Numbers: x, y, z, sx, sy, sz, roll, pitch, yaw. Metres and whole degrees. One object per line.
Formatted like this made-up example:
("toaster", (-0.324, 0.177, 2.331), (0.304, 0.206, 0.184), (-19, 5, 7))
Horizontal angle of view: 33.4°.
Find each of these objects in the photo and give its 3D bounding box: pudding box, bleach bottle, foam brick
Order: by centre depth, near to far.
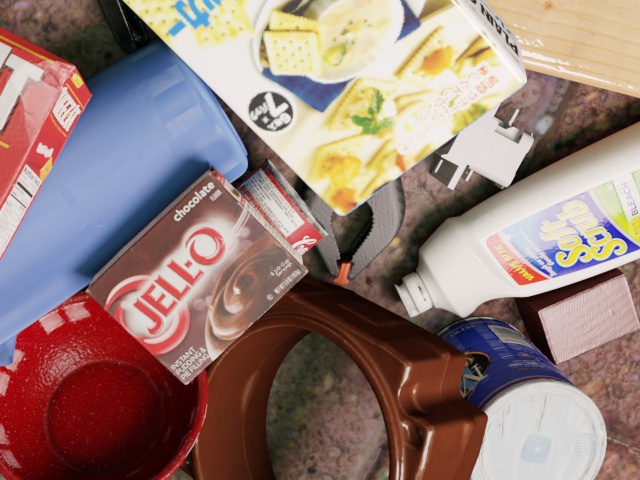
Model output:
("pudding box", (-0.079, 0.022, 0.684), (0.113, 0.039, 0.090), (-44, 104, 4))
("bleach bottle", (0.178, -0.003, 0.822), (0.251, 0.068, 0.102), (-27, 114, 1))
("foam brick", (0.203, 0.055, 0.846), (0.078, 0.053, 0.051), (-22, 108, -3))

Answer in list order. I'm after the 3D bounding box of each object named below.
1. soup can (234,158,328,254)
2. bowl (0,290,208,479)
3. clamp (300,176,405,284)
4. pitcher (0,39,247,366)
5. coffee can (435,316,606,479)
("soup can", (-0.055, 0.001, 0.739), (0.102, 0.068, 0.068), (-39, 108, 2))
("bowl", (-0.160, 0.119, 0.772), (0.162, 0.055, 0.162), (1, 64, -1))
("clamp", (0.038, -0.051, 0.791), (0.120, 0.039, 0.171), (2, 111, 6))
("pitcher", (-0.180, -0.039, 0.713), (0.243, 0.149, 0.145), (-33, 70, -4))
("coffee can", (0.139, 0.128, 0.807), (0.102, 0.140, 0.103), (-3, 105, -10))
